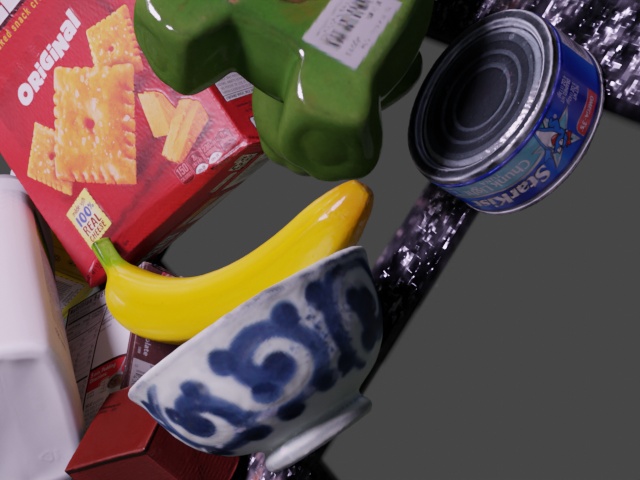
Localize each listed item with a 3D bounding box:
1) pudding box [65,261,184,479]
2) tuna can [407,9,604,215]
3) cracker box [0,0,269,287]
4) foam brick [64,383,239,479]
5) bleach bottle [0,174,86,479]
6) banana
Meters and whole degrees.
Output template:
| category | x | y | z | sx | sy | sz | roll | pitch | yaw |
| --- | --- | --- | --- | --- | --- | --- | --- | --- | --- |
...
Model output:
| category | x | y | z | sx | sy | sz | roll | pitch | yaw |
| --- | --- | --- | --- | --- | --- | --- | --- | --- | --- |
| pudding box | -0.125 | 0.080 | 0.647 | 0.090 | 0.039 | 0.113 | -29 | 44 | 41 |
| tuna can | 0.079 | -0.057 | 0.466 | 0.086 | 0.033 | 0.086 | -33 | 43 | 37 |
| cracker box | -0.135 | -0.104 | 0.647 | 0.164 | 0.214 | 0.072 | -37 | -4 | 34 |
| foam brick | -0.082 | 0.106 | 0.547 | 0.078 | 0.051 | 0.053 | -23 | 31 | 45 |
| bleach bottle | -0.189 | 0.035 | 0.657 | 0.251 | 0.068 | 0.102 | -118 | 20 | -58 |
| banana | -0.053 | 0.019 | 0.567 | 0.198 | 0.037 | 0.069 | -11 | 94 | 34 |
